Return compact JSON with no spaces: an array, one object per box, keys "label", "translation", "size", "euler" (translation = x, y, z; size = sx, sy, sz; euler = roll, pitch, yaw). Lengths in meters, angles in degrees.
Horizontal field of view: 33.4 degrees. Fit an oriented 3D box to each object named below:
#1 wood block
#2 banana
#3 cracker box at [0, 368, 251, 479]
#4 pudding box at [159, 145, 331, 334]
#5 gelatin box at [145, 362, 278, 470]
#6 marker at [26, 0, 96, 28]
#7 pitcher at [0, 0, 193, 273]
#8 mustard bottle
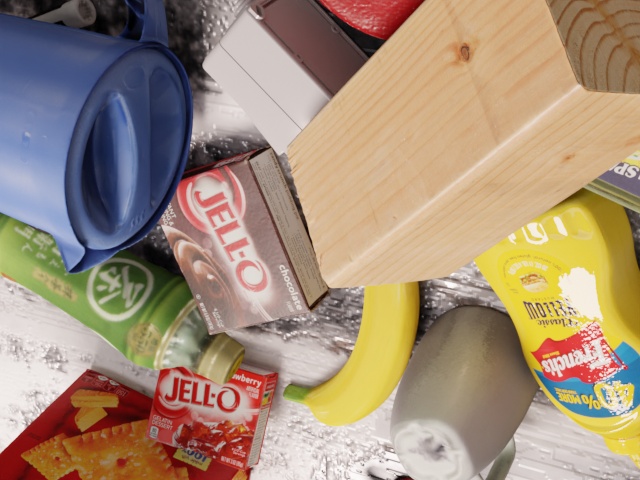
[{"label":"wood block","translation":[0.076,-0.058,0.528],"size":[0.206,0.090,0.091],"euler":[-40,60,51]},{"label":"banana","translation":[0.029,0.069,0.725],"size":[0.069,0.037,0.198],"euler":[32,129,7]},{"label":"cracker box","translation":[-0.172,0.208,0.807],"size":[0.164,0.213,0.072],"euler":[23,128,15]},{"label":"pudding box","translation":[-0.055,0.001,0.723],"size":[0.090,0.039,0.113],"euler":[-15,105,35]},{"label":"gelatin box","translation":[-0.083,0.124,0.805],"size":[0.089,0.030,0.073],"euler":[14,94,20]},{"label":"marker","translation":[-0.204,-0.143,0.736],"size":[0.121,0.020,0.020],"euler":[-9,113,33]},{"label":"pitcher","translation":[-0.210,-0.097,0.684],"size":[0.243,0.149,0.145],"euler":[19,143,21]},{"label":"mustard bottle","translation":[0.160,0.055,0.629],"size":[0.096,0.058,0.191],"euler":[-10,115,48]}]
